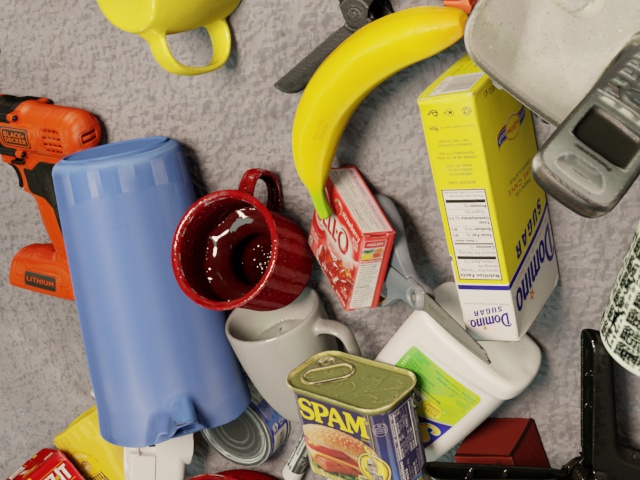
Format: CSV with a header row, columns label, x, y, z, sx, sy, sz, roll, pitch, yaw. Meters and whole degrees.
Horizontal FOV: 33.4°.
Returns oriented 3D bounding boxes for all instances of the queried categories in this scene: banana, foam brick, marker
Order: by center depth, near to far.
label,x,y,z,sx,sy,sz,roll,pitch,yaw
banana,0.027,-0.100,0.726,0.069,0.037,0.198,40,133,4
foam brick,0.149,0.188,0.849,0.053,0.051,0.078,-8,112,35
marker,-0.008,0.179,0.970,0.020,0.020,0.121,34,130,12

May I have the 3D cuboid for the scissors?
label,x,y,z,sx,sy,sz,roll,pitch,yaw
scissors,0.067,0.019,0.759,0.202,0.016,0.096,-162,66,-67

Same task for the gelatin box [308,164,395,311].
label,x,y,z,sx,sy,sz,roll,pitch,yaw
gelatin box,0.021,-0.003,0.804,0.089,0.030,0.073,-119,31,-45

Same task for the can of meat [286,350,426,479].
label,x,y,z,sx,sy,sz,roll,pitch,yaw
can of meat,0.030,0.140,0.816,0.102,0.057,0.084,10,122,41

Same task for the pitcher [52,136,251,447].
label,x,y,z,sx,sy,sz,roll,pitch,yaw
pitcher,-0.149,0.039,0.907,0.149,0.144,0.243,-2,106,31

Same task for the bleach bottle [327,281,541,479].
label,x,y,z,sx,sy,sz,roll,pitch,yaw
bleach bottle,0.072,0.146,0.869,0.102,0.068,0.251,40,133,10

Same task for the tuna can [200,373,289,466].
label,x,y,z,sx,sy,sz,roll,pitch,yaw
tuna can,-0.073,0.168,0.997,0.086,0.033,0.086,16,125,25

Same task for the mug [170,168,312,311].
label,x,y,z,sx,sy,sz,roll,pitch,yaw
mug,-0.056,0.001,0.845,0.093,0.081,0.117,7,84,26

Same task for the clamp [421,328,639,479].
label,x,y,z,sx,sy,sz,roll,pitch,yaw
clamp,0.185,0.179,0.783,0.165,0.036,0.210,-36,114,9

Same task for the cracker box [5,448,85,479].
label,x,y,z,sx,sy,sz,roll,pitch,yaw
cracker box,-0.248,0.326,1.144,0.213,0.072,0.164,52,158,-4

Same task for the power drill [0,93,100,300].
label,x,y,z,sx,sy,sz,roll,pitch,yaw
power drill,-0.269,-0.044,0.985,0.185,0.057,0.188,12,123,31

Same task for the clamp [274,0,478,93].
label,x,y,z,sx,sy,sz,roll,pitch,yaw
clamp,0.022,-0.168,0.728,0.172,0.039,0.120,-8,122,30

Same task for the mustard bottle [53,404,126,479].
label,x,y,z,sx,sy,sz,roll,pitch,yaw
mustard bottle,-0.193,0.260,1.115,0.191,0.058,0.096,51,136,-4

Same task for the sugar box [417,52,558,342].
label,x,y,z,sx,sy,sz,roll,pitch,yaw
sugar box,0.116,-0.030,0.714,0.048,0.093,0.176,-3,116,33
